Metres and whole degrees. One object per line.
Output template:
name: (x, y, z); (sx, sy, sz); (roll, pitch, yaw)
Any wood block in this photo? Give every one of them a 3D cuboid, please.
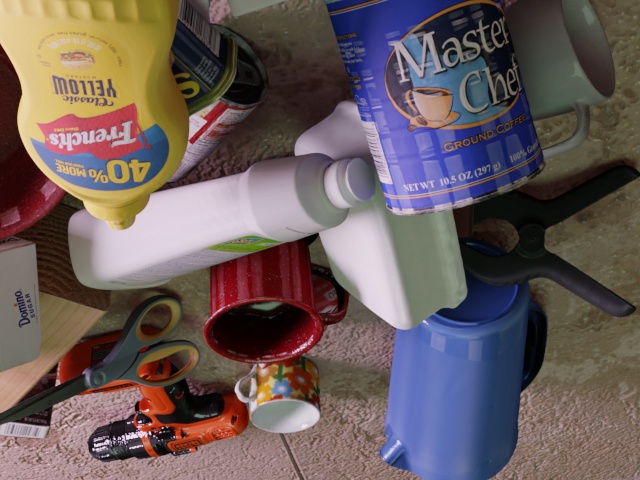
wood block: (-0.264, 0.060, 0.919); (0.090, 0.091, 0.206); (22, 137, -28)

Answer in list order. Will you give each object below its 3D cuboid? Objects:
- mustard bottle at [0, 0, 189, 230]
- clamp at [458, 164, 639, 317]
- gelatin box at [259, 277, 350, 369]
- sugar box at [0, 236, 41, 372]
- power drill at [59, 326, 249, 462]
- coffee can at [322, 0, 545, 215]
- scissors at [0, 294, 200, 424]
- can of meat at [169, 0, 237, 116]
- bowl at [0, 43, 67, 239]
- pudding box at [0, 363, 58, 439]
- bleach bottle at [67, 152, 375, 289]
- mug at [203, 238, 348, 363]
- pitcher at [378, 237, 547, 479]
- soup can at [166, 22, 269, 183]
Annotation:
mustard bottle: (-0.123, -0.076, 0.599); (0.096, 0.058, 0.192); (3, 139, 1)
clamp: (0.177, 0.008, 0.863); (0.171, 0.120, 0.039); (-7, 173, 13)
gelatin box: (-0.019, 0.072, 0.964); (0.073, 0.030, 0.089); (-25, 160, -37)
sugar box: (-0.282, 0.031, 0.815); (0.176, 0.048, 0.093); (14, 111, 36)
power drill: (-0.187, 0.165, 1.090); (0.184, 0.057, 0.187); (-16, 143, 12)
coffee can: (0.069, -0.099, 0.648); (0.103, 0.102, 0.140); (-14, 104, 16)
scissors: (-0.194, 0.102, 0.947); (0.201, 0.096, 0.016); (-5, -167, -39)
can of meat: (-0.116, -0.112, 0.645); (0.102, 0.057, 0.083); (-25, 134, 26)
bowl: (-0.246, -0.080, 0.734); (0.162, 0.055, 0.162); (-6, 116, -13)
pudding box: (-0.311, 0.138, 1.021); (0.113, 0.090, 0.039); (12, 142, -19)
bleach bottle: (-0.064, -0.016, 0.750); (0.251, 0.068, 0.102); (-13, 174, 39)
mug: (-0.035, 0.040, 0.847); (0.117, 0.081, 0.093); (3, 142, -11)
pitcher: (0.134, 0.107, 0.981); (0.145, 0.149, 0.243); (9, 141, 10)
soup can: (-0.092, -0.093, 0.743); (0.068, 0.068, 0.102); (23, 136, -29)
